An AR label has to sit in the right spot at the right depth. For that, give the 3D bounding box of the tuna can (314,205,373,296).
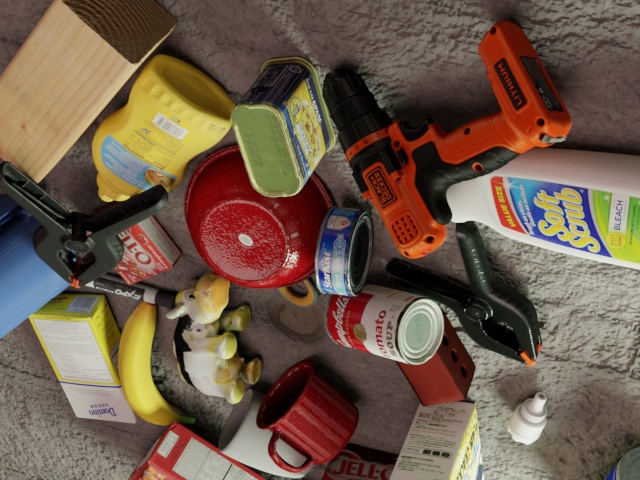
[{"bbox_3d":[0.024,0.011,1.028,0.034,0.086,0.086,8,129,17],"label":"tuna can"}]

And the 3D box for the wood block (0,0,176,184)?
[{"bbox_3d":[-0.239,-0.156,1.015,0.090,0.090,0.206,42,131,-11],"label":"wood block"}]

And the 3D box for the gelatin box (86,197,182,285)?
[{"bbox_3d":[-0.206,0.000,1.163,0.073,0.030,0.089,-21,115,36],"label":"gelatin box"}]

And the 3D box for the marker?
[{"bbox_3d":[-0.215,0.056,1.219,0.121,0.020,0.020,14,130,14],"label":"marker"}]

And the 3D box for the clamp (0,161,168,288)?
[{"bbox_3d":[-0.257,-0.013,1.096,0.164,0.036,0.210,13,148,-15],"label":"clamp"}]

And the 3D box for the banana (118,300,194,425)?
[{"bbox_3d":[-0.207,0.156,1.275,0.037,0.069,0.198,40,150,48],"label":"banana"}]

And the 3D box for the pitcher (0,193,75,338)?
[{"bbox_3d":[-0.383,0.053,1.144,0.145,0.242,0.149,-9,115,32],"label":"pitcher"}]

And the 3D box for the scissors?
[{"bbox_3d":[-0.057,0.001,1.105,0.201,0.016,0.096,35,132,-4],"label":"scissors"}]

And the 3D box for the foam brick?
[{"bbox_3d":[0.116,0.122,1.095,0.051,0.053,0.078,-15,119,33],"label":"foam brick"}]

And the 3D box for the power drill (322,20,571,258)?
[{"bbox_3d":[0.101,-0.102,0.899,0.188,0.057,0.184,-34,79,33],"label":"power drill"}]

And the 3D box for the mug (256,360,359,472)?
[{"bbox_3d":[-0.016,0.203,1.181,0.081,0.117,0.093,41,143,-16],"label":"mug"}]

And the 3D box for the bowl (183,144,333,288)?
[{"bbox_3d":[-0.068,-0.011,1.054,0.162,0.055,0.162,7,118,12],"label":"bowl"}]

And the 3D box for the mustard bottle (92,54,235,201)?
[{"bbox_3d":[-0.170,-0.094,1.052,0.096,0.058,0.192,32,134,-19],"label":"mustard bottle"}]

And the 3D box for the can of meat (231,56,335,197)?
[{"bbox_3d":[-0.034,-0.101,0.967,0.058,0.083,0.102,-1,126,25],"label":"can of meat"}]

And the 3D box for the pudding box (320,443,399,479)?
[{"bbox_3d":[0.058,0.285,1.226,0.113,0.090,0.039,12,131,15],"label":"pudding box"}]

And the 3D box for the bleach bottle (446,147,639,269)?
[{"bbox_3d":[0.204,-0.031,0.929,0.251,0.068,0.102,8,126,22],"label":"bleach bottle"}]

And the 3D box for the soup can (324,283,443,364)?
[{"bbox_3d":[0.063,0.081,1.054,0.102,0.068,0.068,10,134,48],"label":"soup can"}]

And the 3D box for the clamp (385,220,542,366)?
[{"bbox_3d":[0.156,0.051,1.028,0.171,0.039,0.120,36,144,-5],"label":"clamp"}]

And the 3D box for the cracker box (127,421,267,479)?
[{"bbox_3d":[-0.129,0.326,1.338,0.213,0.072,0.164,33,148,-4],"label":"cracker box"}]

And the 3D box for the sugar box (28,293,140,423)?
[{"bbox_3d":[-0.281,0.144,1.302,0.093,0.048,0.176,2,130,23],"label":"sugar box"}]
